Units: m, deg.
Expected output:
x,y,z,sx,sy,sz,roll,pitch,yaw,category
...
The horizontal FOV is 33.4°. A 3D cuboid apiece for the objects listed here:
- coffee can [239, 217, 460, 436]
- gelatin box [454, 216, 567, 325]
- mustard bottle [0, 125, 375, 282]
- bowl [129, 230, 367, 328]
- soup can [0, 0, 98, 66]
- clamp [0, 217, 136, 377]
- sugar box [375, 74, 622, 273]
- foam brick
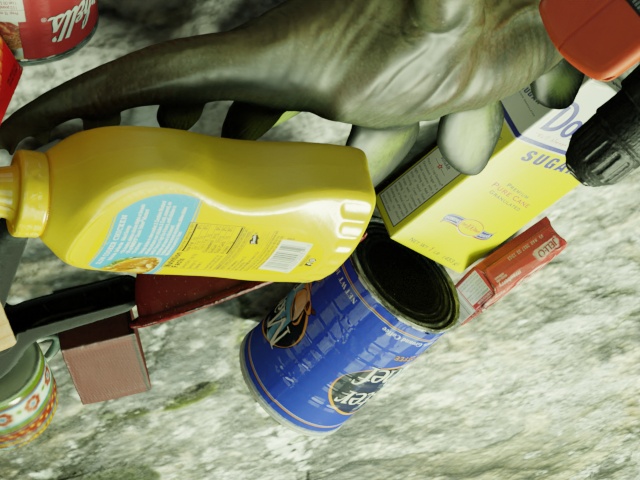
x,y,z,sx,sy,sz,roll,pitch,yaw,category
0.020,0.066,0.793,0.102,0.103,0.140,15,132,-38,coffee can
0.141,0.025,0.819,0.073,0.030,0.089,-32,169,-19,gelatin box
-0.076,-0.017,0.530,0.191,0.058,0.096,4,152,-27,mustard bottle
-0.054,0.001,0.677,0.162,0.055,0.162,-21,-176,1,bowl
-0.138,-0.139,0.482,0.068,0.068,0.102,-9,143,-14,soup can
-0.202,0.054,0.690,0.172,0.039,0.120,-39,135,22,clamp
0.133,-0.053,0.740,0.176,0.048,0.093,-38,142,25,sugar box
-0.156,0.073,0.764,0.051,0.053,0.078,-14,143,-9,foam brick
